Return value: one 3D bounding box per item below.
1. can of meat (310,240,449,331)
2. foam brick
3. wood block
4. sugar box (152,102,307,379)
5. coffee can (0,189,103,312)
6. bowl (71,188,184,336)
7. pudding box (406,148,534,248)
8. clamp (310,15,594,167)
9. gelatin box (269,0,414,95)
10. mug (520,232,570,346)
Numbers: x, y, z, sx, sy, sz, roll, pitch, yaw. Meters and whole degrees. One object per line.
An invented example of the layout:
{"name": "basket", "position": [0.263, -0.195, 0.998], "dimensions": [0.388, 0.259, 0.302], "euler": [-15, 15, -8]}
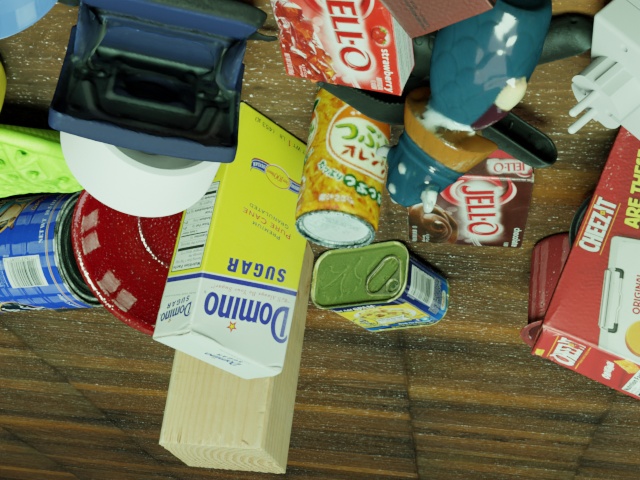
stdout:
{"name": "can of meat", "position": [0.057, 0.045, 0.979], "dimensions": [0.102, 0.057, 0.083], "euler": [-9, 154, 35]}
{"name": "foam brick", "position": [0.049, -0.148, 0.520], "dimensions": [0.053, 0.051, 0.078], "euler": [-13, 133, 41]}
{"name": "wood block", "position": [-0.068, 0.088, 0.927], "dimensions": [0.091, 0.206, 0.090], "euler": [2, 156, 13]}
{"name": "sugar box", "position": [-0.055, 0.001, 0.760], "dimensions": [0.048, 0.176, 0.093], "euler": [-13, 149, 40]}
{"name": "coffee can", "position": [-0.252, 0.011, 0.941], "dimensions": [0.140, 0.103, 0.102], "euler": [-5, 153, 27]}
{"name": "bowl", "position": [-0.118, -0.001, 0.870], "dimensions": [0.162, 0.055, 0.162], "euler": [6, 114, 14]}
{"name": "pudding box", "position": [0.111, -0.035, 0.799], "dimensions": [0.090, 0.039, 0.113], "euler": [4, 157, 8]}
{"name": "clamp", "position": [0.081, -0.093, 0.666], "dimensions": [0.171, 0.039, 0.120], "euler": [6, 137, 12]}
{"name": "gelatin box", "position": [0.011, -0.126, 0.594], "dimensions": [0.073, 0.030, 0.089], "euler": [13, 146, 19]}
{"name": "mug", "position": [0.228, 0.046, 0.894], "dimensions": [0.117, 0.081, 0.093], "euler": [7, 157, 1]}
